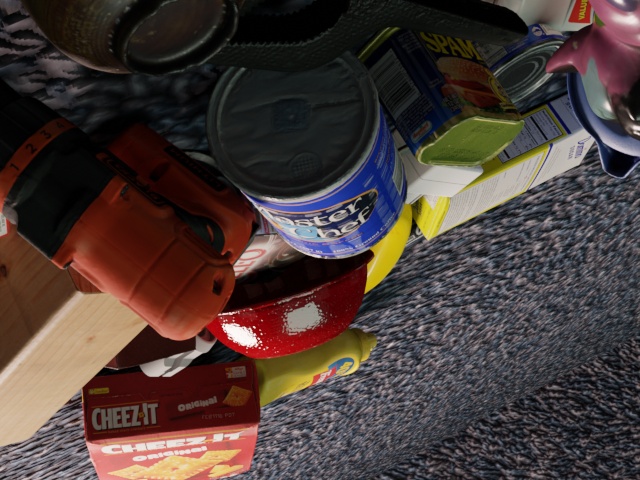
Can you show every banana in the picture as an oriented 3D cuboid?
[{"bbox_3d":[0.052,-0.004,0.982,0.069,0.037,0.198,-29,159,-10],"label":"banana"}]

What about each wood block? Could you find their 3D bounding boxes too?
[{"bbox_3d":[-0.191,0.050,0.692,0.206,0.091,0.090,-42,157,32],"label":"wood block"}]

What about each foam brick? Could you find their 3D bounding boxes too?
[{"bbox_3d":[-0.142,0.065,0.827,0.051,0.053,0.078,4,-170,45],"label":"foam brick"}]

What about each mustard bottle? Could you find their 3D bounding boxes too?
[{"bbox_3d":[-0.011,0.138,1.225,0.191,0.058,0.096,-15,160,-37],"label":"mustard bottle"}]

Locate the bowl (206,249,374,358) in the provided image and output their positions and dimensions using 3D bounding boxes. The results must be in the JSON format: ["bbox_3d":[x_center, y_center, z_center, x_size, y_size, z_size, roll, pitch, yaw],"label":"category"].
[{"bbox_3d":[-0.026,0.056,0.887,0.162,0.055,0.162,-16,-170,3],"label":"bowl"}]

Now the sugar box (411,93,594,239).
[{"bbox_3d":[0.169,-0.071,0.975,0.176,0.048,0.093,-28,161,-16],"label":"sugar box"}]

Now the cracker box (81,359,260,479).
[{"bbox_3d":[-0.148,0.192,1.076,0.164,0.072,0.214,-6,157,-9],"label":"cracker box"}]

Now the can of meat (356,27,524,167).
[{"bbox_3d":[0.082,-0.098,0.719,0.058,0.084,0.101,-42,157,32],"label":"can of meat"}]

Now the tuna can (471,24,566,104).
[{"bbox_3d":[0.140,-0.132,0.792,0.086,0.034,0.086,-26,161,-10],"label":"tuna can"}]

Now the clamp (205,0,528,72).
[{"bbox_3d":[0.023,-0.147,0.557,0.209,0.036,0.164,-15,143,-11],"label":"clamp"}]

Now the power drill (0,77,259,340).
[{"bbox_3d":[-0.111,-0.027,0.551,0.057,0.184,0.187,-50,177,8],"label":"power drill"}]

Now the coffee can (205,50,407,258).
[{"bbox_3d":[-0.004,-0.054,0.677,0.103,0.103,0.140,-31,161,3],"label":"coffee can"}]
